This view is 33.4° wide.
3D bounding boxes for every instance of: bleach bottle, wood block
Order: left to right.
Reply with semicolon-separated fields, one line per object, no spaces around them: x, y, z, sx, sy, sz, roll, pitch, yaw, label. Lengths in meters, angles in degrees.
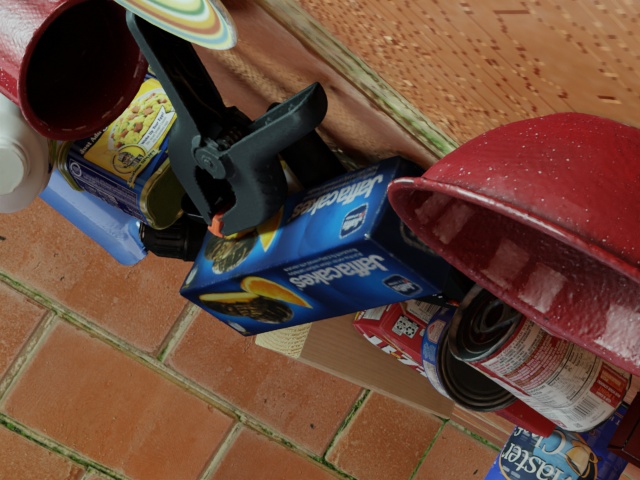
-0.215;-0.065;0.736;0.068;0.102;0.251;-7;-163;-13;bleach bottle
0.049;0.105;1.108;0.205;0.091;0.090;25;172;-32;wood block

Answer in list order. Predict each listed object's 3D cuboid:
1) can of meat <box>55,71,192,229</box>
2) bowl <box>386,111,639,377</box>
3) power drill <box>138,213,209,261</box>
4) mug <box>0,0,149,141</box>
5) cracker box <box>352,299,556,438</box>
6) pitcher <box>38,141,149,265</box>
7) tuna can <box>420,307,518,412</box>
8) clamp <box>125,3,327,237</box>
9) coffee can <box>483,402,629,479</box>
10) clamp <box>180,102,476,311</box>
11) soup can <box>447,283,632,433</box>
-0.122;-0.066;0.761;0.084;0.102;0.057;27;159;26;can of meat
0.106;0.002;0.384;0.162;0.055;0.162;32;174;4;bowl
-0.056;0.001;0.879;0.184;0.057;0.188;6;180;-8;power drill
-0.161;-0.126;0.619;0.082;0.093;0.117;34;145;30;mug
0.120;0.094;0.940;0.164;0.072;0.214;33;174;-1;cracker box
-0.228;-0.100;0.967;0.242;0.145;0.149;40;155;-30;pitcher
0.119;0.083;0.802;0.086;0.086;0.034;35;175;-20;tuna can
-0.045;-0.054;0.594;0.120;0.039;0.171;33;154;25;clamp
0.217;0.200;0.964;0.103;0.140;0.103;32;174;4;coffee can
0.014;-0.006;0.709;0.209;0.036;0.165;31;153;-22;clamp
0.142;0.072;0.687;0.102;0.068;0.069;35;173;-21;soup can
